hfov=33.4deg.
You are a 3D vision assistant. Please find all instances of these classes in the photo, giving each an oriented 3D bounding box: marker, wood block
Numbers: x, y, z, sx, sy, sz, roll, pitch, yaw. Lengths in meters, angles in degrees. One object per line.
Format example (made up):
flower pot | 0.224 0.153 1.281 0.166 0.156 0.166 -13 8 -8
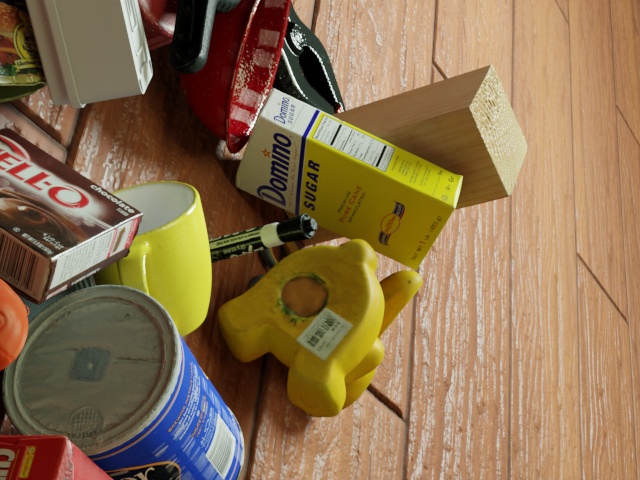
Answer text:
marker | -0.055 0.001 0.804 0.020 0.121 0.020 31 52 -51
wood block | 0.067 -0.073 0.957 0.090 0.206 0.090 62 33 -23

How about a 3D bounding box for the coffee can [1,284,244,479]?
coffee can | -0.113 0.105 0.639 0.140 0.103 0.102 69 23 -55

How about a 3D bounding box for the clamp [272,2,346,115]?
clamp | -0.040 -0.184 0.994 0.210 0.036 0.164 60 34 -21

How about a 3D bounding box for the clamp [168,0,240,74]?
clamp | -0.084 -0.183 0.746 0.171 0.039 0.120 -42 124 -66

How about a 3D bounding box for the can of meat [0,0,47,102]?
can of meat | -0.219 -0.129 0.650 0.101 0.058 0.084 -14 92 -60

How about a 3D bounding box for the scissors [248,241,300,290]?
scissors | -0.004 0.046 0.979 0.201 0.016 0.096 18 63 -56

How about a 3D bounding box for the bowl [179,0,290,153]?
bowl | -0.072 -0.155 0.865 0.162 0.055 0.162 17 89 -84

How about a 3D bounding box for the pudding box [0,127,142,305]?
pudding box | -0.177 -0.018 0.629 0.113 0.039 0.089 33 30 12

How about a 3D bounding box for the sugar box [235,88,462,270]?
sugar box | 0.021 -0.049 0.893 0.176 0.093 0.048 23 49 -2
